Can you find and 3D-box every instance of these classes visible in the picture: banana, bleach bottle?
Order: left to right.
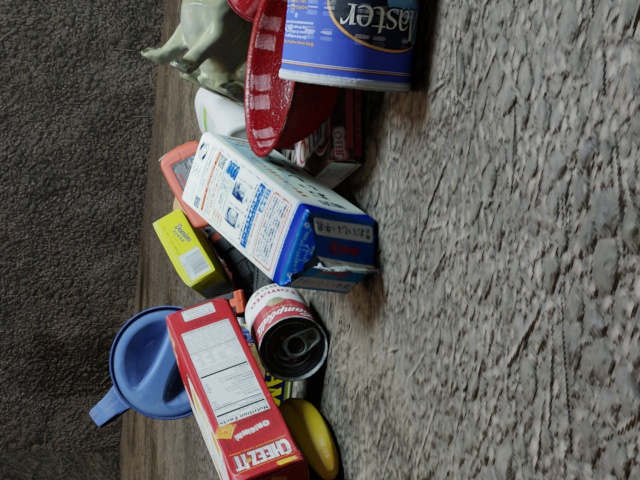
[{"bbox_3d":[-0.125,-0.157,1.422,0.251,0.068,0.102,-123,29,-56],"label":"bleach bottle"},{"bbox_3d":[-0.016,0.188,1.041,0.198,0.037,0.069,155,96,-76],"label":"banana"}]

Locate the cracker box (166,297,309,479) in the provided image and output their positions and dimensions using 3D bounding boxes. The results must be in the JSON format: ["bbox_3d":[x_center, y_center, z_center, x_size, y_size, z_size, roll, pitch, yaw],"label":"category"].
[{"bbox_3d":[-0.073,0.184,1.026,0.164,0.072,0.214,83,163,-45],"label":"cracker box"}]

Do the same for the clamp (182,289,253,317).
[{"bbox_3d":[-0.135,0.088,1.355,0.172,0.120,0.039,137,116,-74],"label":"clamp"}]

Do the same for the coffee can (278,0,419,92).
[{"bbox_3d":[0.026,-0.188,0.811,0.103,0.102,0.140,-137,52,-73],"label":"coffee can"}]

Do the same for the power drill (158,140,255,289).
[{"bbox_3d":[-0.130,-0.033,1.311,0.184,0.057,0.187,59,176,13],"label":"power drill"}]

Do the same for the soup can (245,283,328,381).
[{"bbox_3d":[-0.036,0.090,1.068,0.102,0.068,0.068,-125,41,-69],"label":"soup can"}]

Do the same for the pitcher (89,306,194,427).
[{"bbox_3d":[-0.205,0.172,1.345,0.243,0.149,0.145,128,148,-74],"label":"pitcher"}]

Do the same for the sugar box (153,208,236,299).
[{"bbox_3d":[-0.157,0.023,1.366,0.093,0.048,0.176,60,-179,10],"label":"sugar box"}]

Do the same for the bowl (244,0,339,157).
[{"bbox_3d":[-0.021,-0.151,0.942,0.162,0.055,0.162,-175,90,-71],"label":"bowl"}]

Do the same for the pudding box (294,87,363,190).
[{"bbox_3d":[0.006,-0.100,1.001,0.114,0.039,0.090,140,133,-70],"label":"pudding box"}]
